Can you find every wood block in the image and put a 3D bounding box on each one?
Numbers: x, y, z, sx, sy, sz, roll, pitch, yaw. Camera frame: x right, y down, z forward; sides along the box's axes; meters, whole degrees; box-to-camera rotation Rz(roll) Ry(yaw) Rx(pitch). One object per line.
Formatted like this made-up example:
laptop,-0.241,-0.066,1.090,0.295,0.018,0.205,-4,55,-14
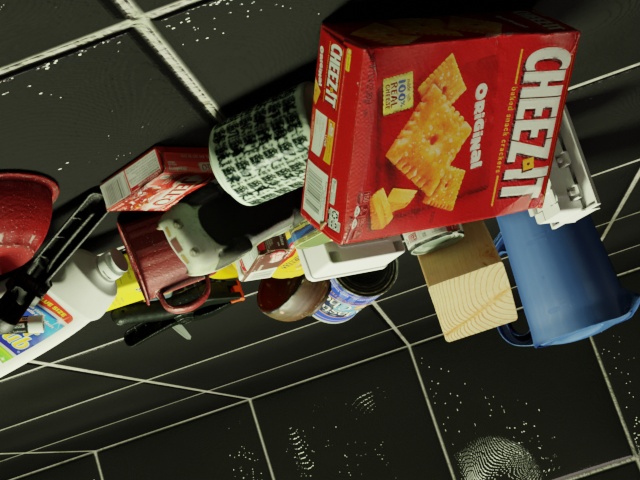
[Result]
wood block,0.166,0.018,1.310,0.091,0.206,0.090,-19,123,4

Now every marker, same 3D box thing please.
marker,-0.352,0.091,1.120,0.121,0.020,0.020,-3,165,-7

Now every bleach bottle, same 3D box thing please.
bleach bottle,-0.320,0.073,1.169,0.251,0.102,0.068,-30,-170,19

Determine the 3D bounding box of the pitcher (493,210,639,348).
pitcher,0.296,0.015,1.397,0.149,0.243,0.145,-13,166,-19

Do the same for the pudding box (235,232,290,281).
pudding box,-0.070,-0.013,1.124,0.039,0.090,0.114,-12,167,-19

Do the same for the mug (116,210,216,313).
mug,-0.152,0.020,1.103,0.081,0.117,0.093,-20,156,-12

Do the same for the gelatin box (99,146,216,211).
gelatin box,-0.145,-0.055,0.977,0.089,0.030,0.073,-28,164,37

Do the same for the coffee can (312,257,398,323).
coffee can,0.037,0.051,1.509,0.102,0.103,0.140,-13,166,-23

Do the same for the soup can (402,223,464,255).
soup can,0.119,-0.042,1.231,0.068,0.102,0.068,-17,167,-4

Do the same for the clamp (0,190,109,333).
clamp,-0.283,0.048,1.020,0.210,0.036,0.164,-36,-163,50

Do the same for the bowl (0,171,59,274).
bowl,-0.301,-0.003,0.927,0.162,0.055,0.162,-17,167,-4

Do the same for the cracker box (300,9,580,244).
cracker box,0.097,-0.094,0.860,0.213,0.072,0.164,-10,122,-29

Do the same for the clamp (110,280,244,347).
clamp,-0.183,0.086,1.350,0.171,0.039,0.120,-23,166,0
